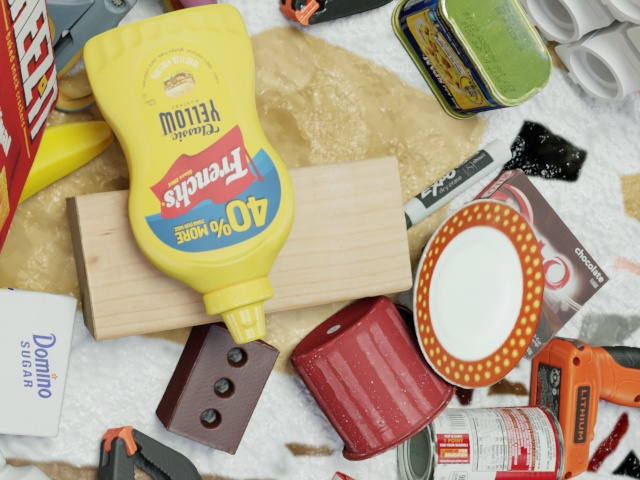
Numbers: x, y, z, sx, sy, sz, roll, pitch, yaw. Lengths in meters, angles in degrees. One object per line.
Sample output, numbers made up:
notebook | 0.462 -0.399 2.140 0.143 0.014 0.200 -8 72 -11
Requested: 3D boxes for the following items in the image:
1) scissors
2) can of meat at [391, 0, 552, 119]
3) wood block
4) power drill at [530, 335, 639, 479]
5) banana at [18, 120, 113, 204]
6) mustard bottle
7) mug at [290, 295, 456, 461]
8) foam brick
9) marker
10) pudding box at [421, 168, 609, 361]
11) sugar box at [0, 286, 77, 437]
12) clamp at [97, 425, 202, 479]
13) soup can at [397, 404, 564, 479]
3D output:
scissors | -0.138 -0.150 0.631 0.096 0.202 0.016 29 47 -12
can of meat | 0.106 -0.138 0.746 0.057 0.084 0.102 -37 102 -12
wood block | -0.054 0.002 0.702 0.205 0.091 0.090 -9 95 -16
power drill | 0.254 0.144 0.819 0.187 0.057 0.184 2 88 -19
banana | -0.207 -0.014 0.662 0.069 0.037 0.197 25 56 9
mustard bottle | -0.067 -0.034 0.619 0.096 0.058 0.191 -16 88 -10
mug | 0.040 0.085 0.742 0.117 0.093 0.081 -40 99 -43
foam brick | -0.070 0.096 0.723 0.053 0.051 0.078 24 86 -17
marker | 0.088 -0.035 0.779 0.121 0.020 0.020 -35 102 -12
pudding box | 0.144 0.017 0.788 0.090 0.039 0.113 -43 103 -10
sugar box | -0.249 0.069 0.673 0.176 0.048 0.093 10 87 -19
clamp | -0.105 0.208 0.710 0.171 0.039 0.120 56 44 -9
soup can | 0.115 0.152 0.772 0.102 0.069 0.068 4 92 -16
